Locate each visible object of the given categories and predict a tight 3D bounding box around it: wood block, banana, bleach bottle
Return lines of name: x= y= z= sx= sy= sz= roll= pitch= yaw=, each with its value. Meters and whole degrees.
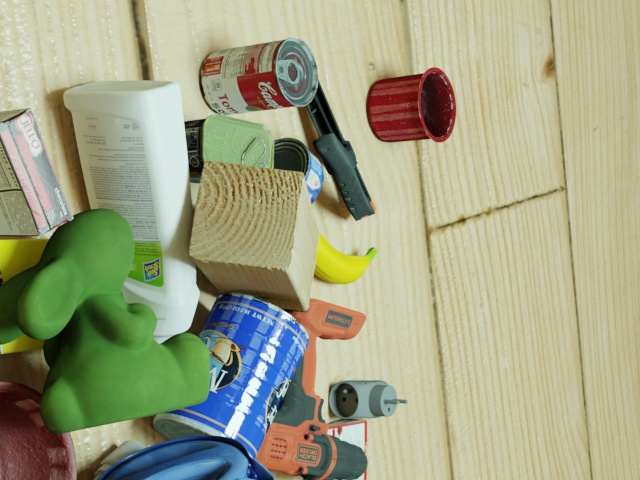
wood block: x=-0.057 y=0.002 z=1.009 sx=0.206 sy=0.091 sz=0.090 roll=76 pitch=21 yaw=-76
banana: x=-0.001 y=0.003 z=1.213 sx=0.197 sy=0.037 sz=0.069 roll=37 pitch=51 yaw=-47
bleach bottle: x=-0.162 y=-0.014 z=0.956 sx=0.068 sy=0.103 sz=0.251 roll=-32 pitch=123 yaw=-57

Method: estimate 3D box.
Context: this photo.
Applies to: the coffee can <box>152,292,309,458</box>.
coffee can: x=-0.084 y=0.136 z=1.026 sx=0.102 sy=0.103 sz=0.140 roll=50 pitch=55 yaw=-40

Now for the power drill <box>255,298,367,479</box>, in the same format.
power drill: x=-0.002 y=0.163 z=1.148 sx=0.184 sy=0.057 sz=0.187 roll=22 pitch=72 yaw=-47

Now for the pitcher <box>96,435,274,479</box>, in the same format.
pitcher: x=-0.111 y=0.299 z=0.903 sx=0.144 sy=0.149 sz=0.243 roll=-22 pitch=108 yaw=-36

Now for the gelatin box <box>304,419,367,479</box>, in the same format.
gelatin box: x=0.018 y=0.247 z=1.231 sx=0.089 sy=0.030 sz=0.073 roll=2 pitch=87 yaw=-51

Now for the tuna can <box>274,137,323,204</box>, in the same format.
tuna can: x=-0.040 y=-0.063 z=1.119 sx=0.033 sy=0.086 sz=0.086 roll=43 pitch=55 yaw=-46

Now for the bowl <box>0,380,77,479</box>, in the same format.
bowl: x=-0.267 y=0.188 z=0.822 sx=0.161 sy=0.055 sz=0.162 roll=3 pitch=86 yaw=-54

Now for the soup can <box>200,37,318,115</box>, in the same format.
soup can: x=-0.063 y=-0.164 z=1.077 sx=0.068 sy=0.102 sz=0.068 roll=4 pitch=86 yaw=-54

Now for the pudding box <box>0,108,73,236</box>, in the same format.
pudding box: x=-0.247 y=-0.050 z=0.810 sx=0.039 sy=0.114 sz=0.090 roll=-36 pitch=117 yaw=-45

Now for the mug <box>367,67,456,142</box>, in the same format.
mug: x=0.118 y=-0.172 z=1.343 sx=0.117 sy=0.082 sz=0.093 roll=-51 pitch=128 yaw=-42

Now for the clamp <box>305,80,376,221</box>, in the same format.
clamp: x=0.017 y=-0.104 z=1.213 sx=0.210 sy=0.036 sz=0.164 roll=60 pitch=11 yaw=-51

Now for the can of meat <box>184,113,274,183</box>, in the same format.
can of meat: x=-0.108 y=-0.085 z=1.027 sx=0.101 sy=0.084 sz=0.057 roll=5 pitch=84 yaw=-54
